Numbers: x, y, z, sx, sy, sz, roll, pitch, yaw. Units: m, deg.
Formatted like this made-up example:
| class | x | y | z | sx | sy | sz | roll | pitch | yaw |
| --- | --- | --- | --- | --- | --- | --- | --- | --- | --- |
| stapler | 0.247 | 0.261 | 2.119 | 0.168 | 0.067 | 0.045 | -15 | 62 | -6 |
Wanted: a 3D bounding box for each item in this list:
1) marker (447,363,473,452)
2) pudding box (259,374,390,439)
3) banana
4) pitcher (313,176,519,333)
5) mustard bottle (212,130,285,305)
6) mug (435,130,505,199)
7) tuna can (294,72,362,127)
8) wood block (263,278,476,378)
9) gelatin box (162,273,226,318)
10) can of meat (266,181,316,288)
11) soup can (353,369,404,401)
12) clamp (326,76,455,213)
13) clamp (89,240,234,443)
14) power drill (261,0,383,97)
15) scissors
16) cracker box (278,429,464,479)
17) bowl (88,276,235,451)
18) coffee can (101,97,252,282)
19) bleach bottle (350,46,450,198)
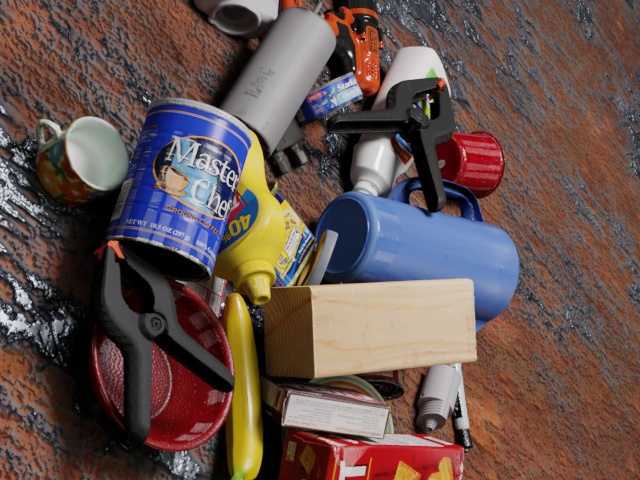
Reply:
| class | x | y | z | sx | sy | sz | roll | pitch | yaw |
| --- | --- | --- | --- | --- | --- | --- | --- | --- | --- |
| marker | 0.172 | 0.203 | 1.325 | 0.020 | 0.020 | 0.121 | 14 | 63 | -44 |
| pudding box | 0.001 | 0.166 | 1.065 | 0.113 | 0.090 | 0.039 | 10 | 89 | -21 |
| banana | -0.076 | 0.152 | 1.043 | 0.037 | 0.070 | 0.198 | -2 | 62 | -8 |
| pitcher | 0.112 | 0.009 | 1.266 | 0.242 | 0.145 | 0.149 | 16 | 28 | -40 |
| mustard bottle | -0.083 | -0.018 | 1.042 | 0.058 | 0.096 | 0.192 | 30 | 32 | -49 |
| mug | 0.180 | -0.111 | 1.437 | 0.081 | 0.093 | 0.117 | 1 | 41 | -43 |
| tuna can | 0.006 | -0.166 | 1.260 | 0.086 | 0.086 | 0.034 | -32 | 99 | -50 |
| wood block | 0.053 | 0.087 | 1.095 | 0.205 | 0.091 | 0.090 | -1 | 87 | -34 |
| gelatin box | -0.136 | 0.042 | 1.050 | 0.089 | 0.030 | 0.073 | 33 | 49 | -34 |
| can of meat | -0.057 | 0.001 | 1.135 | 0.084 | 0.058 | 0.102 | 52 | 42 | -20 |
| soup can | 0.061 | 0.122 | 1.201 | 0.068 | 0.069 | 0.102 | 26 | 54 | -38 |
| clamp | 0.115 | -0.129 | 1.275 | 0.164 | 0.036 | 0.209 | 43 | 44 | 1 |
| clamp | -0.142 | 0.080 | 0.929 | 0.120 | 0.039 | 0.171 | -11 | 80 | -52 |
| power drill | 0.005 | -0.287 | 1.336 | 0.187 | 0.057 | 0.184 | 17 | 61 | -43 |
| scissors | -0.028 | 0.083 | 1.149 | 0.016 | 0.096 | 0.202 | 24 | 83 | -7 |
| cracker box | 0.049 | 0.280 | 1.073 | 0.213 | 0.072 | 0.164 | 12 | 86 | -45 |
| bowl | -0.155 | 0.116 | 0.973 | 0.161 | 0.055 | 0.162 | 23 | 57 | -40 |
| coffee can | -0.130 | -0.045 | 0.979 | 0.102 | 0.103 | 0.140 | 29 | 67 | -36 |
| bleach bottle | 0.095 | -0.133 | 1.358 | 0.250 | 0.068 | 0.102 | -65 | 145 | -36 |
